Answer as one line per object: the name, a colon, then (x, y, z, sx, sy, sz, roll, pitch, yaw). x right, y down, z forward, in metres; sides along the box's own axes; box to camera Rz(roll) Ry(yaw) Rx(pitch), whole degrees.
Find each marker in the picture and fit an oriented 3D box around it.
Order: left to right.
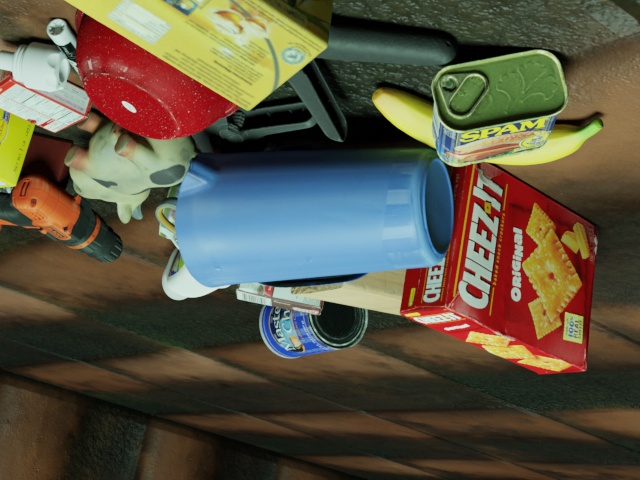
marker: (-0.221, -0.165, 0.988, 0.020, 0.020, 0.121, 8, 161, 12)

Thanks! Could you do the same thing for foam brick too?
foam brick: (-0.326, -0.090, 1.223, 0.078, 0.051, 0.053, 13, 162, -4)

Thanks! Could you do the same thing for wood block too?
wood block: (0.075, 0.030, 1.211, 0.205, 0.091, 0.090, 14, 164, -39)

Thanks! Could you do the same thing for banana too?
banana: (0.143, -0.099, 0.940, 0.198, 0.037, 0.070, 7, 138, 7)

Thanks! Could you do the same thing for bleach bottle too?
bleach bottle: (-0.167, 0.036, 1.416, 0.068, 0.102, 0.251, 22, 159, -14)

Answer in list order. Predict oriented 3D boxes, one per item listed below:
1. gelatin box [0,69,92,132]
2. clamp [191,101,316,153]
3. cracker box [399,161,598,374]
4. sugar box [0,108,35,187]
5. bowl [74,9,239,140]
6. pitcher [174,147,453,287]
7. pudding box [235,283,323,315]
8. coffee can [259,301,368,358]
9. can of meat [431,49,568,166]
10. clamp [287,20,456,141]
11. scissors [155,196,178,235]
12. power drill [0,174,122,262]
gelatin box: (-0.284, -0.145, 1.072, 0.089, 0.030, 0.073, 24, 157, -34)
clamp: (-0.070, -0.112, 1.019, 0.120, 0.039, 0.172, 24, 160, -4)
cracker box: (0.188, 0.027, 1.074, 0.213, 0.164, 0.072, 25, 156, -35)
sugar box: (-0.371, -0.130, 1.070, 0.048, 0.093, 0.176, -2, 158, 34)
bowl: (-0.151, -0.136, 0.923, 0.162, 0.055, 0.162, 22, 157, 10)
pitcher: (-0.001, -0.019, 1.008, 0.243, 0.145, 0.149, -2, -174, 24)
pudding box: (-0.045, 0.040, 1.373, 0.113, 0.090, 0.039, 12, 160, 2)
coffee can: (-0.012, 0.114, 1.552, 0.102, 0.103, 0.141, 21, 159, -27)
can of meat: (0.140, -0.103, 0.857, 0.102, 0.057, 0.084, -11, 163, 1)
clamp: (-0.020, -0.151, 0.861, 0.209, 0.036, 0.165, 20, 149, -19)
scissors: (-0.081, -0.012, 1.176, 0.201, 0.016, 0.096, 21, 125, -10)
power drill: (-0.348, -0.023, 1.265, 0.188, 0.057, 0.184, 0, 155, 24)
